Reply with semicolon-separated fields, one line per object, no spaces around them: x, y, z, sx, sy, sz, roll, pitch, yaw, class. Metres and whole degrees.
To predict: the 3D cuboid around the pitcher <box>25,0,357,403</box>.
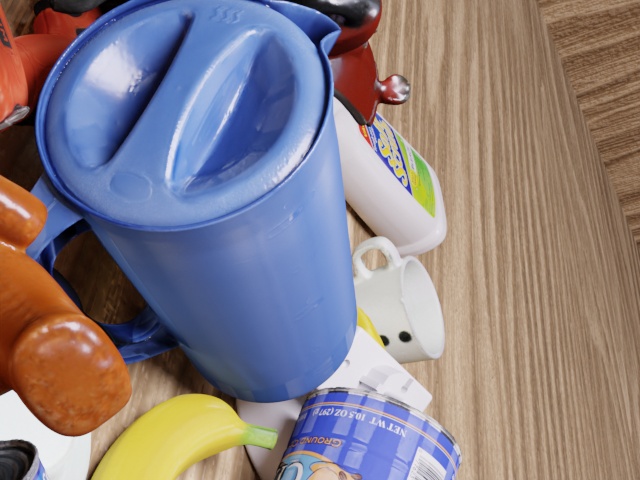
-0.054;0.001;0.558;0.243;0.149;0.145;75;16;-59;pitcher

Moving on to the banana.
-0.080;0.125;0.535;0.197;0.070;0.037;-49;160;-62;banana

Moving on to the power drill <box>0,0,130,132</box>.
-0.148;-0.121;0.561;0.187;0.057;0.184;-18;87;-68;power drill

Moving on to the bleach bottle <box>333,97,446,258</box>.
0.032;-0.079;0.964;0.250;0.068;0.102;40;38;-50;bleach bottle

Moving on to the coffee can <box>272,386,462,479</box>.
0.013;0.171;0.613;0.102;0.103;0.140;55;47;-38;coffee can
